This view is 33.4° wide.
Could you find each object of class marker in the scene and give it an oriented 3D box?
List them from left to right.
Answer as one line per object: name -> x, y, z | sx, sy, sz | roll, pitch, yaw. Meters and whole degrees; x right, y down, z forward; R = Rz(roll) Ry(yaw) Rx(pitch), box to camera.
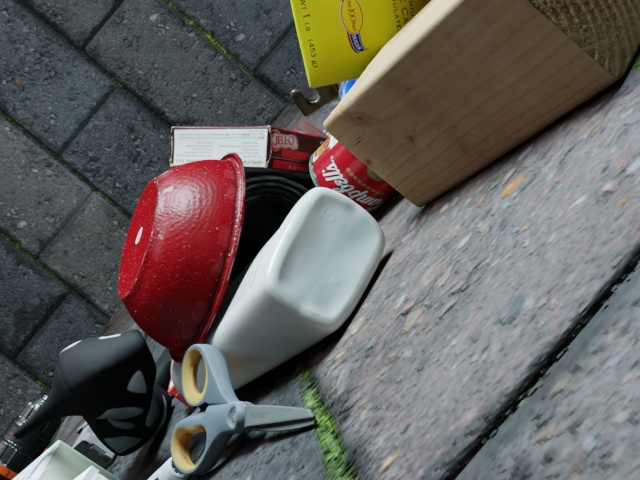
marker -> -0.135, 0.194, 0.771 | 0.121, 0.020, 0.020 | -45, 10, 30

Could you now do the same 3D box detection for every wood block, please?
wood block -> 0.099, -0.109, 0.648 | 0.090, 0.090, 0.206 | -55, 10, -30

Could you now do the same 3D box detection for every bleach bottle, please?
bleach bottle -> -0.050, 0.058, 0.781 | 0.251, 0.068, 0.102 | -41, 17, 55

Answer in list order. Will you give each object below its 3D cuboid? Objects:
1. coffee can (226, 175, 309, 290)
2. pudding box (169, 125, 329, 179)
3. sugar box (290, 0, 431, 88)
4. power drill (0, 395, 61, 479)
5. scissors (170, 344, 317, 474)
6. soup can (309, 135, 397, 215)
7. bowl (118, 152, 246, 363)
coffee can -> -0.056, 0.001, 0.907 | 0.102, 0.102, 0.140 | -52, 9, -9
pudding box -> -0.054, -0.072, 0.877 | 0.114, 0.089, 0.039 | 2, 88, 39
sugar box -> 0.069, -0.172, 0.764 | 0.176, 0.093, 0.048 | -11, 16, 8
power drill -> -0.309, 0.246, 1.088 | 0.184, 0.057, 0.187 | -56, -10, -11
scissors -> -0.053, 0.094, 0.671 | 0.202, 0.016, 0.096 | -40, 49, 52
soup can -> 0.048, -0.073, 0.815 | 0.102, 0.068, 0.068 | -43, 11, 36
bowl -> -0.109, 0.006, 0.786 | 0.162, 0.055, 0.162 | -164, 90, -70
